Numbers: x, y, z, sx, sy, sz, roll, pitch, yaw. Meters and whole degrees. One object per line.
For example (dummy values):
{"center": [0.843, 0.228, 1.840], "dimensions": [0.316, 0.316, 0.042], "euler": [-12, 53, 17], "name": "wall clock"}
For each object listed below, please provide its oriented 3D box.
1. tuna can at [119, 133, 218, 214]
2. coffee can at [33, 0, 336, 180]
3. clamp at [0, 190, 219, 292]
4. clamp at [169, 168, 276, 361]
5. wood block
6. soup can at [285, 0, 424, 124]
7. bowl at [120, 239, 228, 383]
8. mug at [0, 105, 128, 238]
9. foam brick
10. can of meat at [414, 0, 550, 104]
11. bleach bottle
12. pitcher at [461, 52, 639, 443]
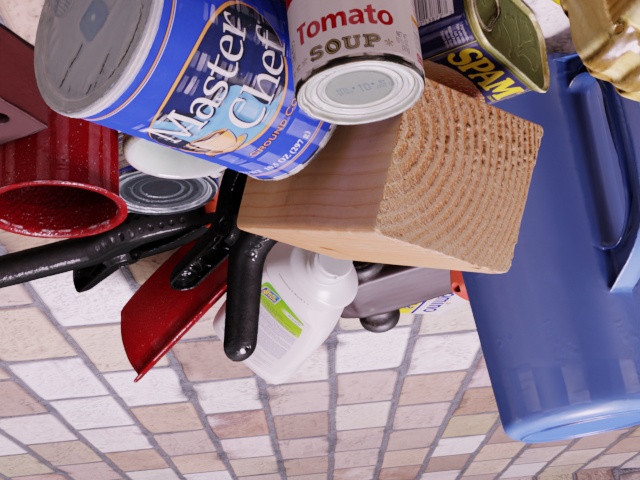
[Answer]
{"center": [-0.118, -0.050, 0.790], "dimensions": [0.086, 0.034, 0.086], "euler": [-5, 159, -2], "name": "tuna can"}
{"center": [-0.068, -0.098, 0.584], "dimensions": [0.103, 0.103, 0.140], "euler": [-23, 153, 38], "name": "coffee can"}
{"center": [-0.170, 0.005, 0.898], "dimensions": [0.210, 0.036, 0.164], "euler": [-19, 172, 13], "name": "clamp"}
{"center": [-0.055, 0.001, 0.791], "dimensions": [0.039, 0.120, 0.172], "euler": [2, 125, -41], "name": "clamp"}
{"center": [0.033, -0.037, 0.668], "dimensions": [0.090, 0.090, 0.206], "euler": [17, 174, -25], "name": "wood block"}
{"center": [0.015, -0.120, 0.553], "dimensions": [0.068, 0.102, 0.068], "euler": [-5, 159, -2], "name": "soup can"}
{"center": [-0.126, 0.050, 0.949], "dimensions": [0.162, 0.055, 0.162], "euler": [-46, 180, 0], "name": "bowl"}
{"center": [-0.170, -0.051, 0.705], "dimensions": [0.093, 0.081, 0.117], "euler": [-8, 159, 10], "name": "mug"}
{"center": [-0.211, -0.089, 0.642], "dimensions": [0.078, 0.051, 0.053], "euler": [-15, 157, 22], "name": "foam brick"}
{"center": [0.078, -0.115, 0.645], "dimensions": [0.084, 0.057, 0.101], "euler": [-16, 156, 32], "name": "can of meat"}
{"center": [-0.021, 0.057, 0.938], "dimensions": [0.102, 0.068, 0.251], "euler": [41, 155, -3], "name": "bleach bottle"}
{"center": [0.157, 0.003, 0.709], "dimensions": [0.145, 0.243, 0.149], "euler": [-14, 162, 13], "name": "pitcher"}
